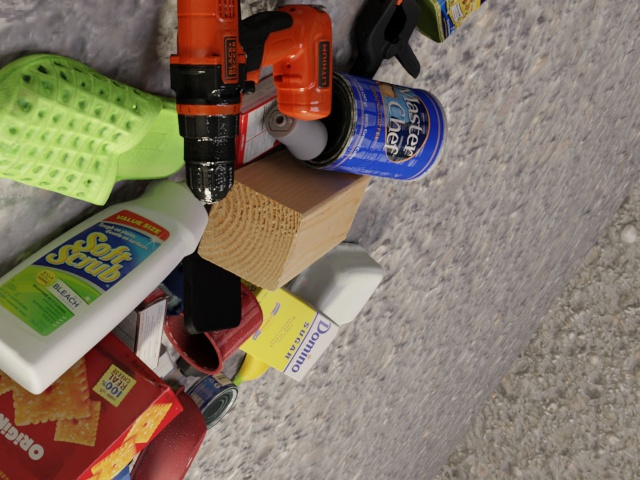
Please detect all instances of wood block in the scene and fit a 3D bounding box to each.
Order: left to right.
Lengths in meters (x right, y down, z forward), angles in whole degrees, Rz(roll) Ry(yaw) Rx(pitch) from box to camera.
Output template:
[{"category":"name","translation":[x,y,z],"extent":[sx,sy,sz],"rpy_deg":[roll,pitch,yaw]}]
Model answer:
[{"category":"wood block","translation":[-0.033,-0.030,1.104],"extent":[0.205,0.091,0.090],"rpy_deg":[-36,149,-65]}]

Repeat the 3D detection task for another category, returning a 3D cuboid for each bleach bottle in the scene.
[{"category":"bleach bottle","translation":[-0.193,0.018,0.949],"extent":[0.250,0.103,0.068],"rpy_deg":[-45,162,-30]}]

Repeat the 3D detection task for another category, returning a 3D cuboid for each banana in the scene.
[{"category":"banana","translation":[-0.091,0.143,1.424],"extent":[0.069,0.037,0.198],"rpy_deg":[-40,157,-24]}]

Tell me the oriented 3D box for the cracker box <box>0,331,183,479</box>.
[{"category":"cracker box","translation":[-0.257,0.163,0.947],"extent":[0.213,0.164,0.072],"rpy_deg":[-44,156,-17]}]

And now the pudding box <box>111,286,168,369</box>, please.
[{"category":"pudding box","translation":[-0.191,0.068,1.022],"extent":[0.039,0.090,0.114],"rpy_deg":[-34,153,-35]}]

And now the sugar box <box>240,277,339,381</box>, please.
[{"category":"sugar box","translation":[-0.054,0.108,1.340],"extent":[0.093,0.048,0.176],"rpy_deg":[-52,138,1]}]

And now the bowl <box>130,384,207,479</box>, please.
[{"category":"bowl","translation":[-0.186,0.264,1.332],"extent":[0.162,0.055,0.162],"rpy_deg":[-63,178,-5]}]

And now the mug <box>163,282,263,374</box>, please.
[{"category":"mug","translation":[-0.114,0.087,1.200],"extent":[0.081,0.093,0.117],"rpy_deg":[-42,-177,-33]}]

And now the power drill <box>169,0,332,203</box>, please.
[{"category":"power drill","translation":[-0.056,-0.133,0.917],"extent":[0.187,0.057,0.184],"rpy_deg":[-21,115,-59]}]

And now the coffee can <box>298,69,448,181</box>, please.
[{"category":"coffee can","translation":[0.050,-0.119,1.124],"extent":[0.140,0.103,0.103],"rpy_deg":[4,125,-42]}]

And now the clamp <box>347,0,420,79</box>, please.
[{"category":"clamp","translation":[0.061,-0.206,1.147],"extent":[0.120,0.039,0.171],"rpy_deg":[-40,153,-19]}]

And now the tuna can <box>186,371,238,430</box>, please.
[{"category":"tuna can","translation":[-0.151,0.218,1.433],"extent":[0.086,0.034,0.086],"rpy_deg":[-41,157,-22]}]

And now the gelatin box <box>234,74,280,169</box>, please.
[{"category":"gelatin box","translation":[-0.058,-0.122,1.057],"extent":[0.089,0.030,0.073],"rpy_deg":[-36,153,-34]}]

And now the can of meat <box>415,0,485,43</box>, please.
[{"category":"can of meat","translation":[0.140,-0.274,1.164],"extent":[0.084,0.057,0.102],"rpy_deg":[-45,158,-7]}]
